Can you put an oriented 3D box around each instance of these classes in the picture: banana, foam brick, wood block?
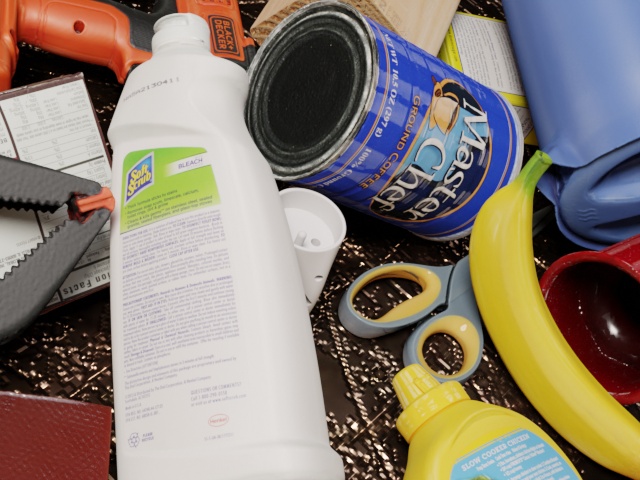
[{"bbox_3d":[0.131,0.052,0.608,0.037,0.070,0.198,-20,88,-54],"label":"banana"},{"bbox_3d":[-0.135,0.103,0.471,0.078,0.051,0.053,11,47,-15],"label":"foam brick"},{"bbox_3d":[0.042,-0.186,0.754,0.090,0.091,0.206,48,41,-21],"label":"wood block"}]

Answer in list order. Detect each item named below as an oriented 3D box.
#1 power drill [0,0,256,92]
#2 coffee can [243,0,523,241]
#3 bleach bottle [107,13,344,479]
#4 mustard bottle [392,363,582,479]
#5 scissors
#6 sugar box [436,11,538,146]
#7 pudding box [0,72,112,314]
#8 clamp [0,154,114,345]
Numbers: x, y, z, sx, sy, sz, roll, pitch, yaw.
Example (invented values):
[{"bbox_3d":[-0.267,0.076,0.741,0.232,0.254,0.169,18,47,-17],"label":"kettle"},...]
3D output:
[{"bbox_3d":[-0.125,-0.098,0.644,0.187,0.057,0.184,6,51,-25],"label":"power drill"},{"bbox_3d":[0.037,-0.065,0.621,0.140,0.103,0.103,19,40,-44],"label":"coffee can"},{"bbox_3d":[-0.053,0.001,0.520,0.103,0.068,0.251,-14,68,19],"label":"bleach bottle"},{"bbox_3d":[0.096,0.141,0.532,0.096,0.058,0.192,-17,60,-35],"label":"mustard bottle"},{"bbox_3d":[0.102,0.034,0.659,0.201,0.016,0.096,-15,60,-33],"label":"scissors"},{"bbox_3d":[0.164,-0.114,0.793,0.176,0.048,0.093,10,50,-20],"label":"sugar box"},{"bbox_3d":[-0.149,-0.020,0.544,0.089,0.039,0.113,-23,103,-37],"label":"pudding box"},{"bbox_3d":[-0.189,0.024,0.472,0.209,0.036,0.164,-13,90,-25],"label":"clamp"}]
